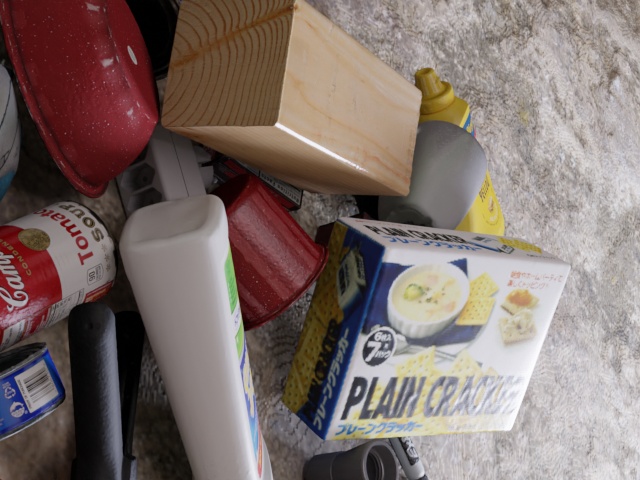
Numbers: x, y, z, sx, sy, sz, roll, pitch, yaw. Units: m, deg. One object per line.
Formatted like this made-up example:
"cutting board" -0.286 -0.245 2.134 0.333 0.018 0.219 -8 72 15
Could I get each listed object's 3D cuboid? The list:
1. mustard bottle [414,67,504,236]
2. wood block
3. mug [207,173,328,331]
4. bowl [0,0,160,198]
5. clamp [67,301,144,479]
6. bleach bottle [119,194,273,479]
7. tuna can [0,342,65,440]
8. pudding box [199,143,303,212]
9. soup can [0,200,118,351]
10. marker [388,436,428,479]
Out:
"mustard bottle" 0.123 -0.075 1.008 0.096 0.058 0.191 -60 137 -47
"wood block" -0.012 -0.097 0.761 0.205 0.091 0.090 21 76 -60
"mug" -0.055 0.001 0.789 0.081 0.093 0.117 49 13 -19
"bowl" -0.144 -0.111 0.680 0.162 0.055 0.162 -17 90 -84
"clamp" -0.128 0.134 0.628 0.164 0.036 0.210 99 -7 -78
"bleach bottle" -0.072 0.103 0.713 0.102 0.068 0.251 -102 -179 -72
"tuna can" -0.186 0.089 0.591 0.086 0.086 0.034 -31 102 -51
"pudding box" -0.048 -0.088 0.861 0.090 0.039 0.113 36 54 -40
"soup can" -0.179 0.022 0.638 0.102 0.069 0.068 -31 101 -51
"marker" 0.070 0.174 0.916 0.020 0.020 0.121 -34 103 -50
